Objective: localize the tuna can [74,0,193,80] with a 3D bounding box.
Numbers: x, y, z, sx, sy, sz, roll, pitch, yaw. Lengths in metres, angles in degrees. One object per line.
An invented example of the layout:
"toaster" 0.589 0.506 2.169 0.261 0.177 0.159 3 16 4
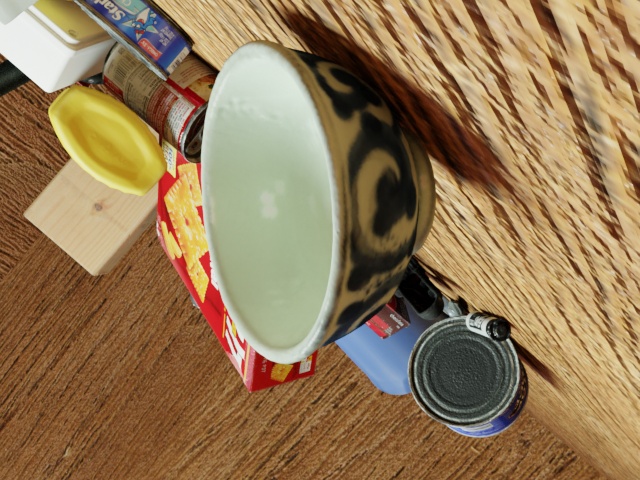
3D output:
"tuna can" -0.133 -0.156 0.767 0.086 0.034 0.086 41 179 1

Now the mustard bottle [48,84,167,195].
"mustard bottle" -0.183 -0.086 0.891 0.096 0.058 0.192 41 176 -17

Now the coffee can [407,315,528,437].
"coffee can" 0.145 0.134 1.030 0.103 0.103 0.140 40 179 20

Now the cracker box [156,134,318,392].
"cracker box" -0.073 -0.002 0.917 0.214 0.072 0.164 53 147 41

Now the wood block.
"wood block" -0.178 -0.074 1.031 0.091 0.206 0.090 41 179 -2

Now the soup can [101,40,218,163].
"soup can" -0.117 -0.118 0.852 0.102 0.068 0.068 41 179 21

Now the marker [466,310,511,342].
"marker" 0.141 0.072 0.897 0.020 0.020 0.121 40 179 0

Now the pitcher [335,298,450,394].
"pitcher" 0.050 0.069 1.305 0.149 0.145 0.242 -2 144 41
